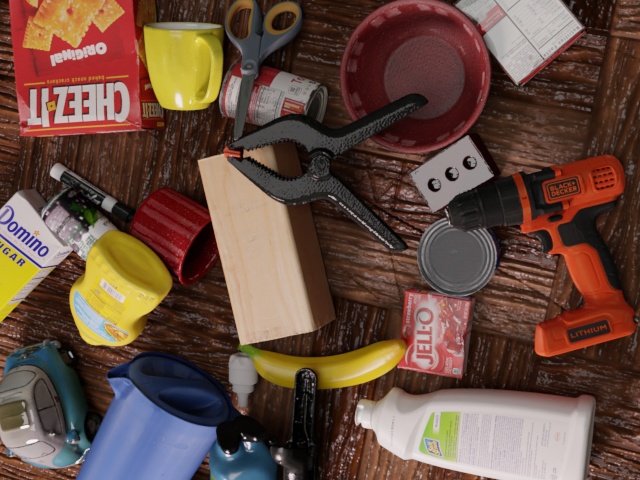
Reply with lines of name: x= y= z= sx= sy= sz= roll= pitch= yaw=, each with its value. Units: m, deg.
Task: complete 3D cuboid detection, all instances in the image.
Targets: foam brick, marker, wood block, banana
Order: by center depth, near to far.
foam brick: x=0.143 y=-0.071 z=1.129 sx=0.078 sy=0.051 sz=0.053 roll=-33 pitch=85 yaw=18
wood block: x=-0.057 y=0.001 z=1.181 sx=0.090 sy=0.090 sz=0.206 roll=-13 pitch=91 yaw=18
banana: x=0.007 y=0.139 z=1.189 sx=0.198 sy=0.069 sz=0.037 roll=-4 pitch=53 yaw=20
marker: x=-0.272 y=-0.056 z=1.284 sx=0.121 sy=0.020 sz=0.020 roll=31 pitch=104 yaw=13

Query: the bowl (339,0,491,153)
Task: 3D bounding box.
bowl: x=0.104 y=-0.174 z=1.130 sx=0.162 sy=0.055 sz=0.162 roll=2 pitch=96 yaw=18

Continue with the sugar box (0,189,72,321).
sugar box: x=-0.390 y=0.028 z=1.316 sx=0.176 sy=0.048 sz=0.093 roll=-44 pitch=81 yaw=18

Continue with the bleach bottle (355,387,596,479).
bleach bottle: x=0.161 y=0.197 z=1.144 sx=0.251 sy=0.068 sz=0.102 roll=7 pitch=97 yaw=20

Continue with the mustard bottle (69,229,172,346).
mustard bottle: x=-0.241 y=0.071 z=1.232 sx=0.096 sy=0.058 sz=0.192 roll=39 pitch=139 yaw=-1

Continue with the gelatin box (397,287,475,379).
gelatin box: x=0.125 y=0.101 z=1.162 sx=0.073 sy=0.030 sz=0.089 roll=8 pitch=97 yaw=17

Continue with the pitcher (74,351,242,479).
pitcher: x=-0.202 y=0.265 z=1.243 sx=0.149 sy=0.144 sz=0.243 roll=38 pitch=109 yaw=24

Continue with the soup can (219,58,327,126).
soup can: x=-0.051 y=-0.154 z=1.176 sx=0.102 sy=0.068 sz=0.068 roll=20 pitch=101 yaw=15

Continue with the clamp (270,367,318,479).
clamp: x=-0.026 y=0.238 z=1.172 sx=0.039 sy=0.120 sz=0.171 roll=9 pitch=126 yaw=19

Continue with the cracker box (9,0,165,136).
cracker box: x=-0.274 y=-0.231 z=1.240 sx=0.164 sy=0.072 sz=0.214 roll=-1 pitch=95 yaw=19

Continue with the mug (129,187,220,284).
mug: x=-0.164 y=-0.001 z=1.225 sx=0.081 sy=0.093 sz=0.117 roll=30 pitch=140 yaw=18

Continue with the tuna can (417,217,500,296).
tuna can: x=0.149 y=0.015 z=1.144 sx=0.086 sy=0.033 sz=0.086 roll=2 pitch=96 yaw=18

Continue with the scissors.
scissors: x=-0.057 y=-0.193 z=1.147 sx=0.096 sy=0.016 sz=0.202 roll=-13 pitch=55 yaw=2

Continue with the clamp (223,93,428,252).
clamp: x=0.008 y=-0.089 z=1.104 sx=0.210 sy=0.036 sz=0.164 roll=14 pitch=98 yaw=1

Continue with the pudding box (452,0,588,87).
pudding box: x=0.205 y=-0.229 z=1.101 sx=0.090 sy=0.039 sz=0.113 roll=-40 pitch=84 yaw=17

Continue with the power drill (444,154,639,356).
power drill: x=0.234 y=0.019 z=1.088 sx=0.184 sy=0.057 sz=0.187 roll=-14 pitch=93 yaw=4
